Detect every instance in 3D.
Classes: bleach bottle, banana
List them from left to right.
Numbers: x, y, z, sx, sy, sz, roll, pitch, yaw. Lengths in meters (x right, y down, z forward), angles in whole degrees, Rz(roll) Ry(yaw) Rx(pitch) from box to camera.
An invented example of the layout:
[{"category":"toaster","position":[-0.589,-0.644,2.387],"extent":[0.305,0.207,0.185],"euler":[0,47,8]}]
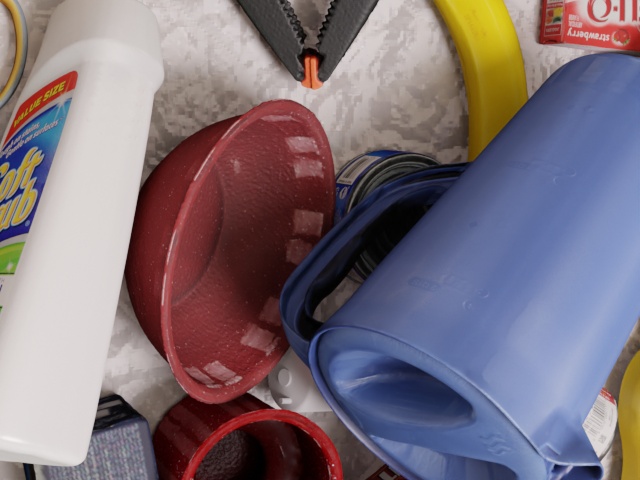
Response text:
[{"category":"bleach bottle","position":[-0.130,-0.021,0.521],"extent":[0.068,0.103,0.251],"euler":[24,68,-39]},{"category":"banana","position":[0.094,-0.097,0.653],"extent":[0.069,0.037,0.198],"euler":[-21,105,-7]}]

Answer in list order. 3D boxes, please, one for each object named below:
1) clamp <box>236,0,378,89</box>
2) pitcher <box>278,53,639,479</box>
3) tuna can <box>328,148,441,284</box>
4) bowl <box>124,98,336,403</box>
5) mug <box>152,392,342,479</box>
[{"category":"clamp","position":[0.002,-0.187,0.566],"extent":[0.164,0.036,0.210],"euler":[-7,113,7]},{"category":"pitcher","position":[0.103,0.008,0.565],"extent":[0.149,0.145,0.242],"euler":[46,61,-10]},{"category":"tuna can","position":[0.045,-0.012,0.641],"extent":[0.086,0.034,0.086],"euler":[-3,98,-24]},{"category":"bowl","position":[-0.054,0.001,0.561],"extent":[0.161,0.055,0.162],"euler":[-39,137,-50]},{"category":"mug","position":[-0.051,0.140,0.590],"extent":[0.093,0.082,0.117],"euler":[21,87,-25]}]
